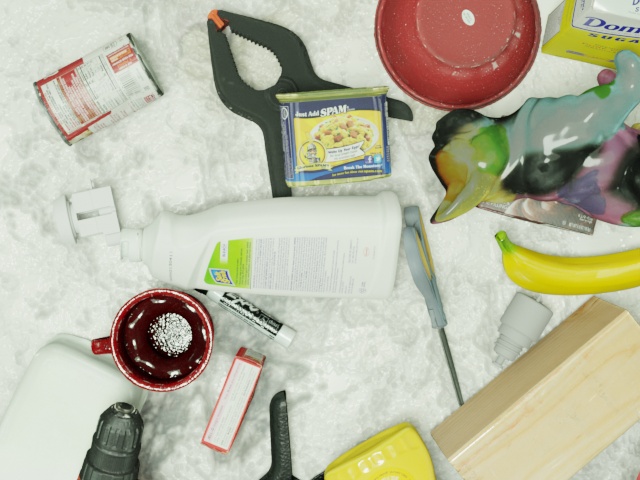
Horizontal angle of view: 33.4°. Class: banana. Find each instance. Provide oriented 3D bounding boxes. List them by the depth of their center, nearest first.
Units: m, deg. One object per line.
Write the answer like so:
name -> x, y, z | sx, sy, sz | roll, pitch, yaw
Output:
banana -> 0.254, 0.025, 1.000 | 0.197, 0.070, 0.037 | 1, 57, -7

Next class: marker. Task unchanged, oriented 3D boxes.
marker -> -0.078, 0.064, 1.021 | 0.121, 0.020, 0.020 | 32, 90, 0

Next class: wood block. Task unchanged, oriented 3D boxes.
wood block -> 0.214, 0.156, 0.983 | 0.206, 0.091, 0.090 | -40, 97, 0

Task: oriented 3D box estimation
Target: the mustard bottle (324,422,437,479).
mustard bottle -> 0.088, 0.269, 0.969 | 0.096, 0.058, 0.191 | -30, 91, 0

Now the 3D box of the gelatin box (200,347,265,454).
gelatin box -> -0.080, 0.148, 0.995 | 0.030, 0.073, 0.089 | 21, 90, 0

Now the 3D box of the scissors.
scissors -> 0.105, 0.066, 0.989 | 0.016, 0.096, 0.202 | -14, 88, 13

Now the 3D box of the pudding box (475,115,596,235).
pudding box -> 0.211, -0.060, 1.009 | 0.113, 0.039, 0.090 | 15, 89, -1

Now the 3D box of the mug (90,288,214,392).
mug -> -0.154, 0.091, 0.990 | 0.117, 0.081, 0.093 | -11, 91, 0

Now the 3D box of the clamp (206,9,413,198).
clamp -> -0.025, -0.140, 1.010 | 0.164, 0.036, 0.210 | -35, 94, -1

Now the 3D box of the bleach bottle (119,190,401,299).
bleach bottle -> -0.056, 0.001, 0.978 | 0.250, 0.068, 0.103 | 2, 121, -4

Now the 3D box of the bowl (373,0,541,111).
bowl -> 0.132, -0.204, 1.001 | 0.162, 0.055, 0.162 | 0, 91, 0

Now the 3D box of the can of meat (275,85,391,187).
can of meat -> 0.014, -0.095, 0.971 | 0.102, 0.057, 0.084 | -5, 99, -4

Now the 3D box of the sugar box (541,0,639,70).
sugar box -> 0.261, -0.191, 0.939 | 0.093, 0.176, 0.048 | 12, 90, -1

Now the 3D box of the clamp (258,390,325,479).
clamp -> -0.030, 0.229, 1.013 | 0.120, 0.039, 0.171 | 36, 91, 1

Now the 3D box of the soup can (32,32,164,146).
soup can -> -0.206, -0.141, 0.995 | 0.102, 0.068, 0.068 | -28, 91, 0

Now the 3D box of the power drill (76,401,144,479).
power drill -> -0.126, 0.241, 0.951 | 0.187, 0.057, 0.184 | 15, 112, -4
